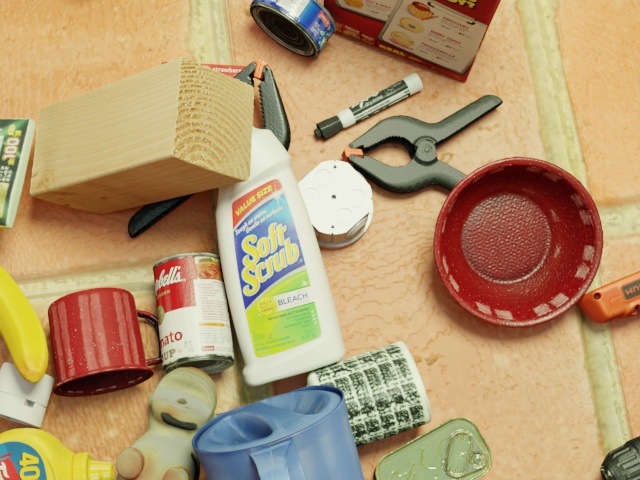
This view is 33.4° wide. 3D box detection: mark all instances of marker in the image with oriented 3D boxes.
[{"bbox_3d":[0.048,-0.135,1.084,0.121,0.020,0.020,-28,79,-7],"label":"marker"}]

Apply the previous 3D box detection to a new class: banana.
[{"bbox_3d":[-0.303,0.062,1.000,0.198,0.069,0.037,46,107,22],"label":"banana"}]

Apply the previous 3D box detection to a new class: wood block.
[{"bbox_3d":[-0.165,-0.089,0.974,0.207,0.090,0.091,-10,72,41],"label":"wood block"}]

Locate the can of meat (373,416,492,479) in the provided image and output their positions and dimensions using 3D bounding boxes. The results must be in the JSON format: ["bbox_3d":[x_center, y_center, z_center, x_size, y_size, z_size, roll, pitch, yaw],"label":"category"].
[{"bbox_3d":[0.098,0.206,0.970,0.102,0.084,0.057,-28,79,-7],"label":"can of meat"}]

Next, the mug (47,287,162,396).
[{"bbox_3d":[-0.197,0.093,0.996,0.117,0.093,0.081,-3,70,-30],"label":"mug"}]

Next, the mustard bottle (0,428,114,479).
[{"bbox_3d":[-0.285,0.221,0.972,0.191,0.058,0.096,-6,88,-3],"label":"mustard bottle"}]

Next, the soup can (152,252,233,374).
[{"bbox_3d":[-0.119,0.070,1.002,0.068,0.068,0.102,-7,71,-3],"label":"soup can"}]

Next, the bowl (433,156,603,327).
[{"bbox_3d":[0.184,0.000,1.022,0.162,0.055,0.162,0,95,-3],"label":"bowl"}]

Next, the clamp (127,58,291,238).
[{"bbox_3d":[-0.095,-0.074,1.039,0.164,0.036,0.210,10,93,2],"label":"clamp"}]

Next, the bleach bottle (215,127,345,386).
[{"bbox_3d":[-0.057,0.001,0.994,0.102,0.068,0.251,-17,91,2],"label":"bleach bottle"}]

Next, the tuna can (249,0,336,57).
[{"bbox_3d":[-0.028,-0.222,1.069,0.086,0.086,0.033,33,79,6],"label":"tuna can"}]

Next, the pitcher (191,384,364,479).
[{"bbox_3d":[-0.011,0.256,0.896,0.149,0.145,0.243,-26,102,-46],"label":"pitcher"}]

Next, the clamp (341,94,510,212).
[{"bbox_3d":[0.110,-0.077,1.062,0.171,0.039,0.120,-10,74,-4],"label":"clamp"}]

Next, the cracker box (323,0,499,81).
[{"bbox_3d":[0.090,-0.245,1.011,0.164,0.214,0.072,23,77,4],"label":"cracker box"}]
